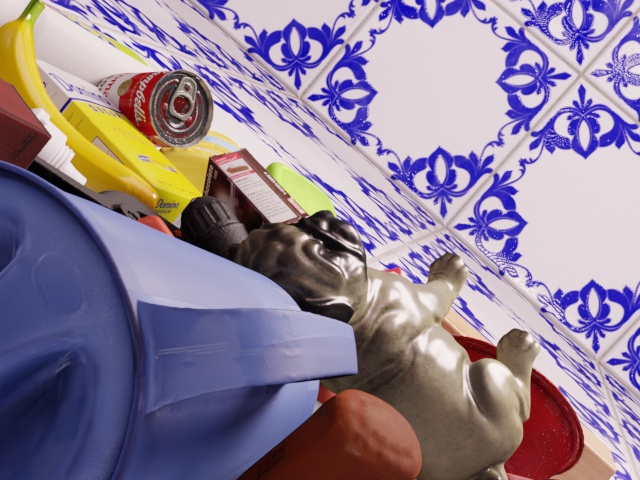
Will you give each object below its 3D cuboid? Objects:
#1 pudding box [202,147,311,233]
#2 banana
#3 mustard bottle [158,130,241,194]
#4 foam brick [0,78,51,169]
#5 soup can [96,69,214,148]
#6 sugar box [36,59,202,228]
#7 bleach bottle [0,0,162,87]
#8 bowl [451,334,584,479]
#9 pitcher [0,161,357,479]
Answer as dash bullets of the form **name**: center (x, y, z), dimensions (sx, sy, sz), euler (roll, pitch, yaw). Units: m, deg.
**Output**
- **pudding box**: center (-0.055, 0.001, 0.809), dimensions (0.039, 0.114, 0.090), euler (-19, 51, -36)
- **banana**: center (-0.196, -0.092, 0.792), dimensions (0.198, 0.069, 0.037), euler (58, -2, 11)
- **mustard bottle**: center (-0.111, -0.072, 1.045), dimensions (0.096, 0.058, 0.191), euler (18, 13, -7)
- **foam brick**: center (-0.197, -0.051, 0.580), dimensions (0.051, 0.078, 0.053), euler (46, 9, 31)
- **soup can**: center (-0.153, -0.118, 0.959), dimensions (0.102, 0.068, 0.068), euler (8, -19, 47)
- **sugar box**: center (-0.173, -0.075, 0.872), dimensions (0.176, 0.048, 0.093), euler (47, 11, 25)
- **bleach bottle**: center (-0.248, -0.185, 0.971), dimensions (0.103, 0.068, 0.250), euler (37, 4, 31)
- **bowl**: center (0.118, 0.148, 0.828), dimensions (0.162, 0.055, 0.162), euler (24, -38, 20)
- **pitcher**: center (-0.072, 0.052, 0.420), dimensions (0.149, 0.145, 0.242), euler (38, 5, 17)
